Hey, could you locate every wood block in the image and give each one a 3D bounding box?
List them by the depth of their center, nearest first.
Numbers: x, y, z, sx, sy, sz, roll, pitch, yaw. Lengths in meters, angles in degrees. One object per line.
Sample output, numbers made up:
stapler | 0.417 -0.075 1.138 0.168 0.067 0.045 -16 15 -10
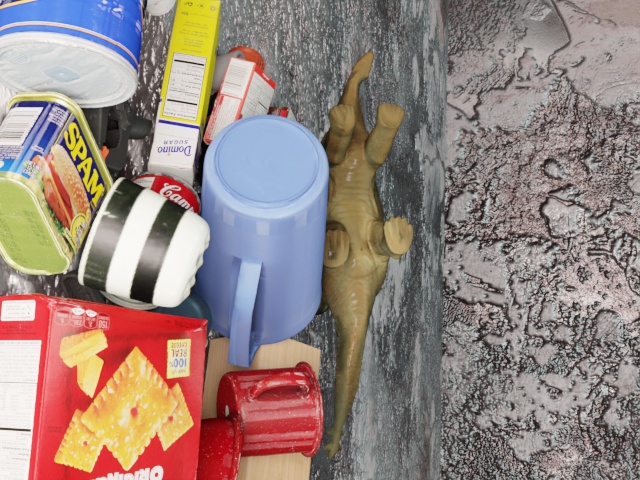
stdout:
wood block | -0.068 0.208 1.117 0.090 0.091 0.206 24 63 -41

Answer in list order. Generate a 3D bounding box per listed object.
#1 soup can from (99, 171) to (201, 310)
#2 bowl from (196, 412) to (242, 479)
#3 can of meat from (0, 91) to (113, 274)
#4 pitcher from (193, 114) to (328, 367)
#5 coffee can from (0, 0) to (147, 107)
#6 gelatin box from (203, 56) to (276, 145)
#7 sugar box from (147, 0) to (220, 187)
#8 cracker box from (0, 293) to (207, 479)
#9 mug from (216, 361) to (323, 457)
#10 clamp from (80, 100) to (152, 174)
soup can | -0.147 0.000 0.907 0.068 0.068 0.102 75 21 -44
bowl | -0.123 0.223 0.946 0.162 0.055 0.162 -160 -90 -76
can of meat | -0.195 -0.038 0.745 0.102 0.057 0.084 76 22 -45
pitcher | -0.057 0.001 1.003 0.149 0.144 0.243 53 -21 22
coffee can | -0.170 -0.177 0.743 0.102 0.103 0.140 52 40 -67
gelatin box | -0.079 -0.127 1.050 0.073 0.030 0.089 28 80 -74
sugar box | -0.125 -0.127 0.985 0.093 0.048 0.176 113 -18 -68
cracker box | -0.160 0.153 0.760 0.164 0.072 0.213 17 72 -54
mug | -0.048 0.158 1.013 0.117 0.081 0.093 120 -37 -53
clamp | -0.169 -0.099 0.863 0.171 0.039 0.120 -85 162 -47
